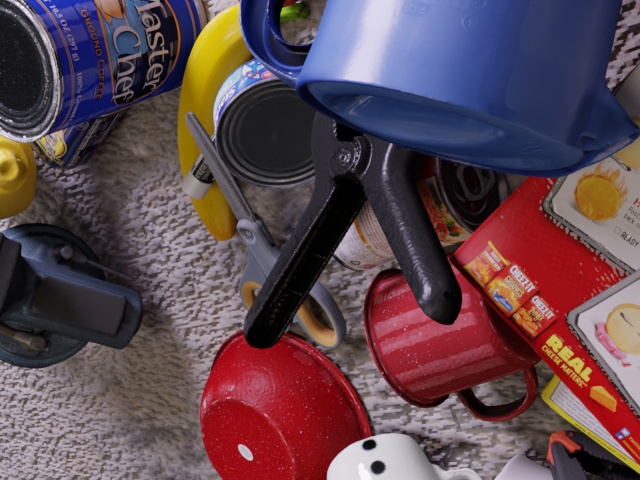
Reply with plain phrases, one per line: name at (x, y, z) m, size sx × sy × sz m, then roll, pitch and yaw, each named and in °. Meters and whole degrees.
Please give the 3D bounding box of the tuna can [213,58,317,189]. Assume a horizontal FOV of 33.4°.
tuna can at (-0.026, -0.076, 0.689) m, size 0.086 × 0.034 × 0.086 m, roll -5°, pitch 130°, yaw -6°

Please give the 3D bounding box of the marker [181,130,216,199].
marker at (-0.059, -0.077, 0.721) m, size 0.020 × 0.020 × 0.121 m, roll 44°, pitch 121°, yaw 13°

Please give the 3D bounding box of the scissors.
scissors at (-0.055, 0.001, 0.757) m, size 0.096 × 0.016 × 0.201 m, roll -16°, pitch 117°, yaw 50°

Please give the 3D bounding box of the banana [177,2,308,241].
banana at (-0.069, -0.089, 0.746) m, size 0.070 × 0.037 × 0.198 m, roll 36°, pitch 128°, yaw 20°

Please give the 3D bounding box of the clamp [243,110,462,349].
clamp at (0.032, -0.037, 0.607) m, size 0.165 × 0.036 × 0.210 m, roll -3°, pitch 68°, yaw 50°

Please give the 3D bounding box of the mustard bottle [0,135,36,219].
mustard bottle at (-0.265, -0.066, 0.843) m, size 0.192 × 0.058 × 0.096 m, roll 21°, pitch 131°, yaw 62°

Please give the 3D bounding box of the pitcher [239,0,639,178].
pitcher at (0.074, -0.159, 0.480) m, size 0.145 × 0.149 × 0.243 m, roll 10°, pitch 83°, yaw 61°

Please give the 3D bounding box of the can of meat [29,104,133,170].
can of meat at (-0.200, -0.116, 0.822) m, size 0.102 × 0.057 × 0.084 m, roll 52°, pitch 135°, yaw 6°

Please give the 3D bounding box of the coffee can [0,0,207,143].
coffee can at (-0.160, -0.135, 0.725) m, size 0.103 × 0.140 × 0.103 m, roll 17°, pitch 120°, yaw 31°

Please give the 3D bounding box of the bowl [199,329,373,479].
bowl at (-0.040, 0.151, 0.825) m, size 0.162 × 0.055 × 0.162 m, roll 17°, pitch 120°, yaw 32°

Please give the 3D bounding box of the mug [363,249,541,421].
mug at (0.092, 0.059, 0.658) m, size 0.082 × 0.093 × 0.117 m, roll -25°, pitch 96°, yaw 37°

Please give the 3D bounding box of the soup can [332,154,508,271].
soup can at (0.055, -0.023, 0.661) m, size 0.102 × 0.068 × 0.068 m, roll -19°, pitch 98°, yaw 42°
